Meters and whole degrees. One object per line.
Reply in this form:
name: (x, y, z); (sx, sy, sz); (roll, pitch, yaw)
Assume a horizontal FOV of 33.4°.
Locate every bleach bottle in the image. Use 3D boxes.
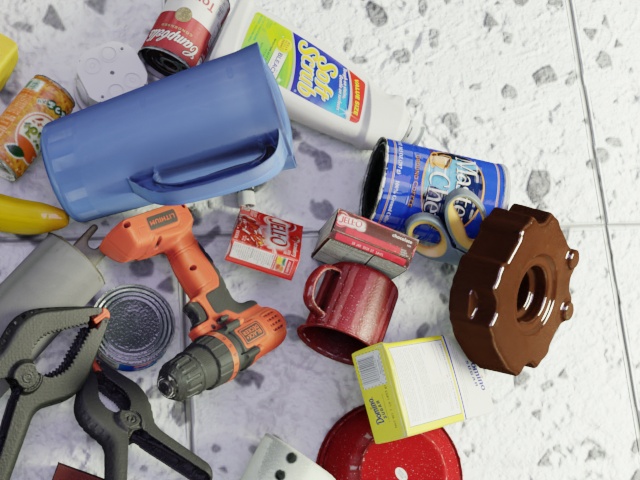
bleach bottle: (0.003, -0.175, 1.195); (0.250, 0.068, 0.102); (24, 73, -7)

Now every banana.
banana: (-0.352, -0.051, 1.082); (0.197, 0.070, 0.037); (33, 34, -8)

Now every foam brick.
foam brick: (-0.225, 0.251, 1.026); (0.078, 0.053, 0.051); (21, 70, -6)

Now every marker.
marker: (-0.087, -0.095, 1.174); (0.020, 0.020, 0.121); (-4, 75, -14)

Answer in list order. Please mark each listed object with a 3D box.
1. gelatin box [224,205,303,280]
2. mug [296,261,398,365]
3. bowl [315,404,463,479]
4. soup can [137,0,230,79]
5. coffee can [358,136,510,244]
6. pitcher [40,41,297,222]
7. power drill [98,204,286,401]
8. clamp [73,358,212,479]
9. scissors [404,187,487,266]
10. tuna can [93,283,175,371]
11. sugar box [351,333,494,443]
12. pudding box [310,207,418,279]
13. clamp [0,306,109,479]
gelatin box: (-0.057, 0.001, 1.120); (0.073, 0.089, 0.030); (18, 114, -5)
mug: (0.025, 0.069, 1.109); (0.117, 0.093, 0.081); (40, 60, -34)
bowl: (0.078, 0.241, 1.095); (0.162, 0.055, 0.162); (3, 73, -11)
soup can: (-0.149, -0.231, 1.174); (0.068, 0.069, 0.102); (25, 70, -4)
coffee can: (0.123, -0.048, 1.163); (0.140, 0.103, 0.103); (12, 72, -9)
pitcher: (-0.150, -0.096, 1.074); (0.243, 0.149, 0.145); (-18, 88, 1)
power drill: (-0.136, 0.059, 1.062); (0.188, 0.057, 0.184); (54, 33, 7)
clamp: (-0.180, 0.187, 1.044); (0.120, 0.039, 0.171); (6, 45, -45)
scissors: (0.149, 0.034, 1.144); (0.096, 0.202, 0.016); (-10, 32, 9)
tuna can: (-0.192, 0.089, 1.086); (0.086, 0.034, 0.086); (5, 68, -13)
sugar box: (0.107, 0.146, 1.084); (0.175, 0.048, 0.093); (2, 71, -55)
pudding box: (0.044, 0.008, 1.123); (0.090, 0.114, 0.039); (23, 74, -5)
clamp: (-0.278, 0.137, 0.995); (0.209, 0.036, 0.164); (-34, 109, -32)
